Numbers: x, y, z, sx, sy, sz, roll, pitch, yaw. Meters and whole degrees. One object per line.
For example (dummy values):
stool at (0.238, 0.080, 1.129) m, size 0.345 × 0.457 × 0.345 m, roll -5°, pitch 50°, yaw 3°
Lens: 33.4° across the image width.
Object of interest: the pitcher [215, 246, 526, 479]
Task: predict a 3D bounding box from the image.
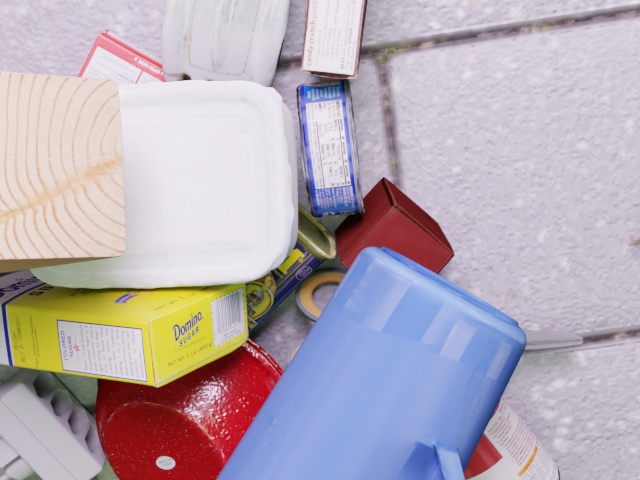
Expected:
pitcher at (0.020, 0.134, 0.601) m, size 0.149 × 0.145 × 0.243 m, roll 30°, pitch 93°, yaw 10°

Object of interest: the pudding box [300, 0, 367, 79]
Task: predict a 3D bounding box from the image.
pudding box at (0.011, -0.157, 0.636) m, size 0.039 × 0.090 × 0.113 m, roll 4°, pitch 106°, yaw -1°

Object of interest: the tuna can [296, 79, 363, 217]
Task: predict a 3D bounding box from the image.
tuna can at (0.006, -0.057, 0.668) m, size 0.034 × 0.086 × 0.086 m, roll -6°, pitch 106°, yaw 3°

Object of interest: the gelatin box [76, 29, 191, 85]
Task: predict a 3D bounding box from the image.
gelatin box at (-0.128, -0.080, 0.690) m, size 0.073 × 0.030 × 0.089 m, roll 28°, pitch 105°, yaw -10°

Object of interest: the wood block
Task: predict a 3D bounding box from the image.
wood block at (-0.198, -0.026, 0.577) m, size 0.090 × 0.207 × 0.090 m, roll -1°, pitch 86°, yaw -42°

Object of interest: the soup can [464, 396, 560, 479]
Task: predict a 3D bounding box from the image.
soup can at (0.110, 0.140, 0.735) m, size 0.068 × 0.068 × 0.102 m, roll -36°, pitch 105°, yaw 9°

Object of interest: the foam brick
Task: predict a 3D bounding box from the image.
foam brick at (0.046, 0.001, 0.689) m, size 0.053 × 0.078 × 0.051 m, roll 40°, pitch 101°, yaw -11°

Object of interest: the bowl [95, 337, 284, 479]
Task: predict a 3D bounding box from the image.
bowl at (-0.091, 0.130, 0.708) m, size 0.162 × 0.055 × 0.162 m, roll 10°, pitch 120°, yaw 18°

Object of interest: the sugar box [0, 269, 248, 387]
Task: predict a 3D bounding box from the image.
sugar box at (-0.141, 0.048, 0.654) m, size 0.176 × 0.093 × 0.048 m, roll 5°, pitch 104°, yaw 30°

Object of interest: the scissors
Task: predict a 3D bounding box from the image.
scissors at (0.069, 0.051, 0.721) m, size 0.201 × 0.096 × 0.016 m, roll -12°, pitch 151°, yaw -14°

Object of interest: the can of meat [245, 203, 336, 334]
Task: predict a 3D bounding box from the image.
can of meat at (-0.055, 0.001, 0.700) m, size 0.102 × 0.057 × 0.084 m, roll 43°, pitch 104°, yaw -12°
